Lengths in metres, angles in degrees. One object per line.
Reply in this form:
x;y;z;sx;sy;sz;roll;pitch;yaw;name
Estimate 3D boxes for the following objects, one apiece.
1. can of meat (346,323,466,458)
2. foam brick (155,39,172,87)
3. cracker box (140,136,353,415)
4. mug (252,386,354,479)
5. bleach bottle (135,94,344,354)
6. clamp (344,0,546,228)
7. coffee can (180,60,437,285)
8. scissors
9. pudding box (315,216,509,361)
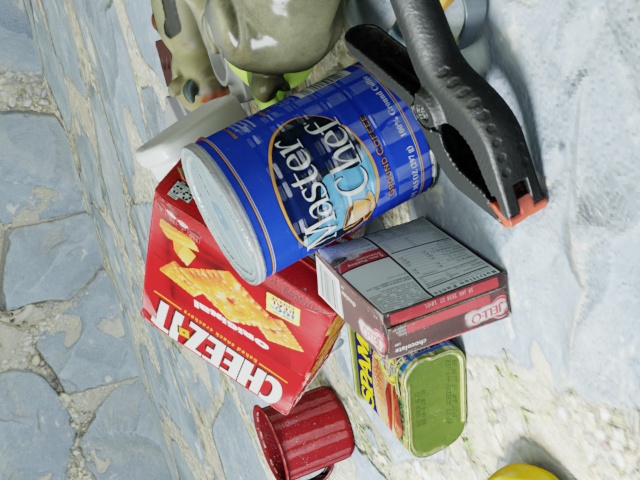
0.067;0.101;0.809;0.084;0.057;0.102;46;149;50;can of meat
-0.140;-0.196;1.142;0.078;0.051;0.053;-163;57;-70;foam brick
-0.060;0.039;0.859;0.164;0.072;0.214;34;149;8;cracker box
-0.015;0.214;1.130;0.093;0.081;0.117;-140;35;-59;mug
-0.056;0.001;0.952;0.068;0.102;0.251;-1;123;58;bleach bottle
0.067;-0.083;0.616;0.171;0.039;0.120;62;171;2;clamp
-0.008;-0.047;0.716;0.103;0.140;0.103;55;164;24;coffee can
0.049;-0.148;0.673;0.202;0.016;0.096;-178;71;-72;scissors
0.057;0.029;0.705;0.114;0.090;0.039;-136;33;-57;pudding box
